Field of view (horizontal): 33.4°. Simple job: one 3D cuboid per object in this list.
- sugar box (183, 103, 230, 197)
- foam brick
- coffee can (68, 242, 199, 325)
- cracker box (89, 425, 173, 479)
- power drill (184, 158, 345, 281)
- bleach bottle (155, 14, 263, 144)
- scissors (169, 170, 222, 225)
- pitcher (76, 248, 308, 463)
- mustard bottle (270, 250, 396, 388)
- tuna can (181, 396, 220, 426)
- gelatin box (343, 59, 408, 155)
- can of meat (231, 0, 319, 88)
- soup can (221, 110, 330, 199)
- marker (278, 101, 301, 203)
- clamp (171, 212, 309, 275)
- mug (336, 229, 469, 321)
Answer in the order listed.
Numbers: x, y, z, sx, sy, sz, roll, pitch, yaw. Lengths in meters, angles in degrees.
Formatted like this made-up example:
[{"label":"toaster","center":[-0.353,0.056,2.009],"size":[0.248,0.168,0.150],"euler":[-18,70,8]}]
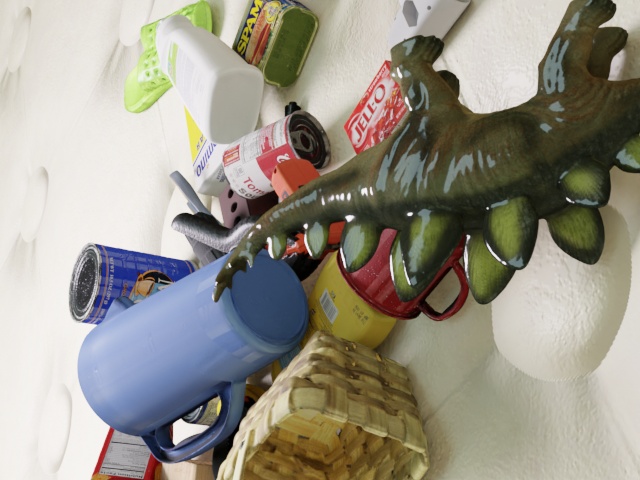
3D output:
[{"label":"sugar box","center":[-0.131,-0.152,1.354],"size":[0.093,0.048,0.176],"euler":[-46,43,41]},{"label":"foam brick","center":[-0.078,-0.034,1.223],"size":[0.053,0.051,0.078],"euler":[-51,40,36]},{"label":"coffee can","center":[-0.236,0.064,1.360],"size":[0.103,0.140,0.103],"euler":[-27,58,52]},{"label":"cracker box","center":[-0.216,0.306,1.203],"size":[0.213,0.072,0.164],"euler":[-87,3,-66]},{"label":"power drill","center":[-0.057,0.001,1.126],"size":[0.184,0.057,0.188],"euler":[53,130,18]},{"label":"bleach bottle","center":[-0.148,-0.216,1.296],"size":[0.251,0.068,0.103],"euler":[53,140,47]},{"label":"scissors","center":[-0.141,-0.036,1.287],"size":[0.016,0.096,0.202],"euler":[-36,18,-8]},{"label":"pitcher","center":[-0.122,0.109,1.057],"size":[0.243,0.149,0.145],"euler":[-31,25,41]},{"label":"mustard bottle","center":[0.000,0.108,1.044],"size":[0.192,0.058,0.096],"euler":[-57,43,30]},{"label":"tuna can","center":[-0.140,0.177,1.269],"size":[0.086,0.033,0.086],"euler":[-26,58,52]},{"label":"gelatin box","center":[0.063,-0.119,1.045],"size":[0.089,0.030,0.073],"euler":[-56,38,32]},{"label":"can of meat","center":[-0.052,-0.238,1.247],"size":[0.084,0.057,0.102],"euler":[47,121,50]},{"label":"soup can","center":[-0.049,-0.091,1.156],"size":[0.102,0.068,0.068],"euler":[-21,61,36]},{"label":"marker","center":[-0.034,-0.099,1.206],"size":[0.020,0.020,0.121],"euler":[-18,65,55]},{"label":"clamp","center":[-0.073,0.025,1.081],"size":[0.172,0.039,0.120],"euler":[-1,118,40]},{"label":"mug","center":[0.081,0.017,0.927],"size":[0.117,0.093,0.082],"euler":[49,120,20]}]
